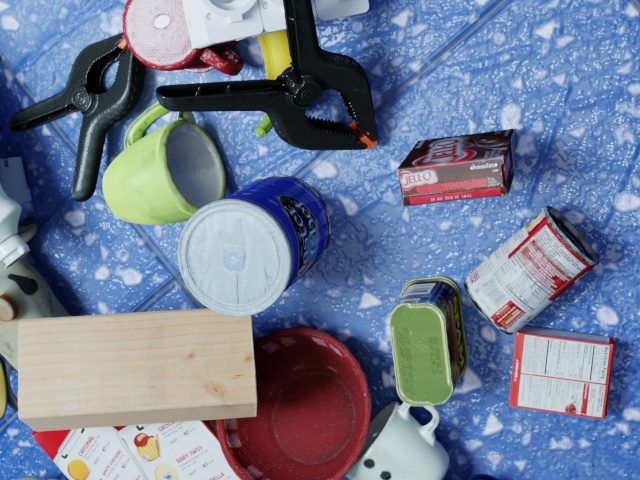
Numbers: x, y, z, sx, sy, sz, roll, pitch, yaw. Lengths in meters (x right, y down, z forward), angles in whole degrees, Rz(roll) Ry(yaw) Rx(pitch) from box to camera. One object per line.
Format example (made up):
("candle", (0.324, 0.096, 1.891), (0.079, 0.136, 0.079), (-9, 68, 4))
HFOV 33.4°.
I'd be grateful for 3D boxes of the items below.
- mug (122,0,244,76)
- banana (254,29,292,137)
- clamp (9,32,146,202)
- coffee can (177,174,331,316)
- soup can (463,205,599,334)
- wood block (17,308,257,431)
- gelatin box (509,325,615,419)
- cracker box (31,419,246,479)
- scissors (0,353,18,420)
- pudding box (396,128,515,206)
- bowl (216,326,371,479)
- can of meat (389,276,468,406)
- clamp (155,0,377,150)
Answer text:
("mug", (-0.121, -0.190, 0.977), (0.117, 0.081, 0.093), (42, 109, 3))
("banana", (-0.053, -0.195, 0.967), (0.037, 0.069, 0.198), (-18, 90, 45))
("clamp", (-0.233, -0.137, 1.042), (0.120, 0.039, 0.171), (35, 102, 13))
("coffee can", (-0.056, 0.001, 0.971), (0.103, 0.140, 0.103), (3, 103, 15))
("soup can", (0.186, 0.027, 0.948), (0.068, 0.068, 0.102), (47, 110, 1))
("wood block", (-0.163, 0.118, 0.973), (0.206, 0.091, 0.090), (-3, 72, -5))
("gelatin box", (0.221, 0.120, 0.979), (0.089, 0.030, 0.073), (6, 102, 14))
("cracker box", (-0.161, 0.219, 1.086), (0.164, 0.072, 0.214), (-42, 88, 19))
("scissors", (-0.337, 0.096, 1.127), (0.016, 0.096, 0.202), (-16, 67, 25))
("pudding box", (0.121, -0.064, 0.922), (0.090, 0.113, 0.039), (-5, 104, 16))
("bowl", (-0.018, 0.167, 1.024), (0.162, 0.055, 0.162), (-7, 72, 23))
("can of meat", (0.098, 0.092, 0.978), (0.057, 0.083, 0.102), (-5, 101, 16))
("clamp", (-0.029, -0.129, 0.917), (0.164, 0.036, 0.209), (-40, 134, 9))
